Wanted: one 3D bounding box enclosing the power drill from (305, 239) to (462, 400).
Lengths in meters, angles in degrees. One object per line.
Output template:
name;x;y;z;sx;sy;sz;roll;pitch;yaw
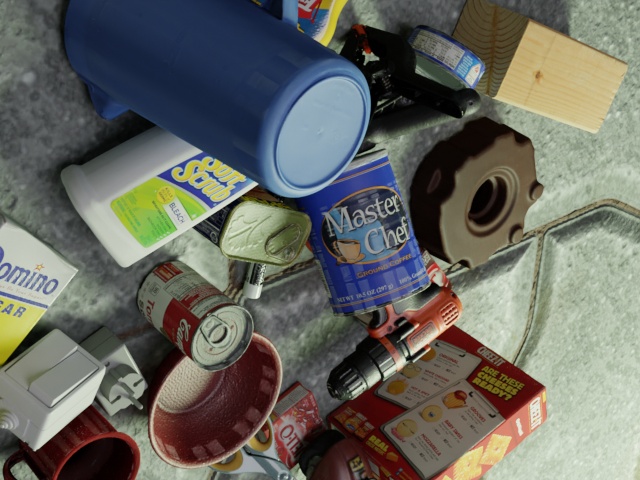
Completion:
power drill;0.054;0.061;1.161;0.184;0.057;0.187;-36;118;-20

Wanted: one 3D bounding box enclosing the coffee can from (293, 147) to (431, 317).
coffee can;0.038;-0.008;1.046;0.102;0.103;0.140;-22;96;-32

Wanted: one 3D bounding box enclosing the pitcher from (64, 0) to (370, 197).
pitcher;-0.074;-0.140;0.818;0.144;0.243;0.149;-34;139;-27

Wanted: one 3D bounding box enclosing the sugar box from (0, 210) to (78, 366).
sugar box;-0.293;0.065;0.889;0.176;0.048;0.093;-51;138;-4

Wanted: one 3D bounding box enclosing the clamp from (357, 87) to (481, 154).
clamp;0.044;-0.105;1.037;0.209;0.165;0.036;-25;103;-19

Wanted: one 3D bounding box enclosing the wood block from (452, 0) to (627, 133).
wood block;0.241;-0.192;1.190;0.205;0.090;0.091;9;109;-45

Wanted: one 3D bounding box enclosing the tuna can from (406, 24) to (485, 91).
tuna can;0.125;-0.184;1.092;0.086;0.086;0.034;32;89;-48

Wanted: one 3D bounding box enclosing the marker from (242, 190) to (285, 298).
marker;-0.057;0.001;1.086;0.020;0.020;0.121;-2;115;-42

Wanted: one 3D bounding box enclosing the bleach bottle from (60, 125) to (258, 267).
bleach bottle;-0.090;-0.081;0.923;0.251;0.068;0.102;-32;136;-3

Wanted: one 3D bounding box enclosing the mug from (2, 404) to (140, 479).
mug;-0.239;0.203;0.995;0.117;0.082;0.093;-20;127;-33

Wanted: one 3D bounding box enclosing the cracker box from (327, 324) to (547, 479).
cracker box;0.142;0.217;1.292;0.213;0.164;0.072;-34;134;-23

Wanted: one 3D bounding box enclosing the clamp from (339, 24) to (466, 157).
clamp;0.068;-0.150;0.999;0.120;0.171;0.039;-10;138;5

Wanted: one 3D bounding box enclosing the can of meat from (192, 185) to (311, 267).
can of meat;-0.074;-0.021;1.009;0.101;0.084;0.057;11;106;-45

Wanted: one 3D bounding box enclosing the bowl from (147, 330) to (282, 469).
bowl;-0.119;0.151;1.093;0.161;0.055;0.162;-22;128;-32

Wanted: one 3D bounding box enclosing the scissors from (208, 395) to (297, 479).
scissors;-0.062;0.264;1.177;0.096;0.016;0.201;-29;102;-7

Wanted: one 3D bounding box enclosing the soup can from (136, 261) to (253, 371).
soup can;-0.120;0.069;1.007;0.068;0.102;0.068;-22;128;-32

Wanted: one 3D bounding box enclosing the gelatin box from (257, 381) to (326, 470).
gelatin box;-0.033;0.218;1.231;0.073;0.030;0.089;-36;134;-21
